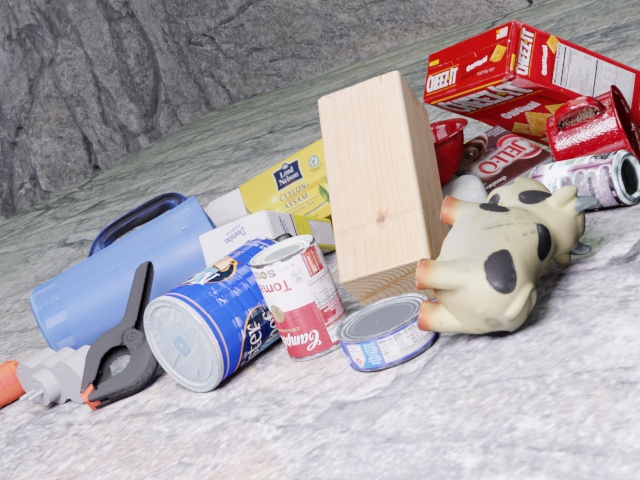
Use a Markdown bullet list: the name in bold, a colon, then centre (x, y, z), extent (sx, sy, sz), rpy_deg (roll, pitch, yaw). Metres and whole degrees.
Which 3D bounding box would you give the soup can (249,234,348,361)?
- **soup can**: centre (-0.018, 0.054, 1.012), extent (0.068, 0.102, 0.068), rpy_deg (-21, 14, 5)

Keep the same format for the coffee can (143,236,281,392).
- **coffee can**: centre (-0.090, 0.071, 1.062), extent (0.103, 0.103, 0.140), rpy_deg (-8, 19, 47)

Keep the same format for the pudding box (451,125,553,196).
- **pudding box**: centre (0.202, -0.084, 1.253), extent (0.113, 0.039, 0.090), rpy_deg (-31, 44, -25)

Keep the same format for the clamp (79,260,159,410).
- **clamp**: centre (-0.198, 0.100, 1.134), extent (0.171, 0.039, 0.120), rpy_deg (-42, 52, -16)

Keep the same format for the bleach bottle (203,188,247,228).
- **bleach bottle**: centre (-0.117, -0.038, 1.562), extent (0.251, 0.068, 0.102), rpy_deg (-15, -27, 36)

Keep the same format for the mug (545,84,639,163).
- **mug**: centre (0.293, -0.117, 1.161), extent (0.082, 0.117, 0.093), rpy_deg (-22, 56, 27)

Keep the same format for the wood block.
- **wood block**: centre (0.064, -0.047, 1.036), extent (0.091, 0.206, 0.090), rpy_deg (-17, -30, 20)

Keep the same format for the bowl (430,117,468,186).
- **bowl**: centre (0.095, -0.081, 1.185), extent (0.162, 0.055, 0.162), rpy_deg (-22, 13, 5)

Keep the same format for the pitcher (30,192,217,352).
- **pitcher**: centre (-0.231, 0.048, 1.319), extent (0.242, 0.145, 0.149), rpy_deg (-27, 12, -6)

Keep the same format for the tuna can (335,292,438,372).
- **tuna can**: centre (0.059, 0.080, 0.931), extent (0.086, 0.034, 0.086), rpy_deg (-22, 13, 5)

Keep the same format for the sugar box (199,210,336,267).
- **sugar box**: centre (-0.058, 0.001, 1.264), extent (0.093, 0.048, 0.176), rpy_deg (-21, -13, 22)

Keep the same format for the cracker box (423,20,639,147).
- **cracker box**: centre (0.255, -0.176, 1.260), extent (0.213, 0.072, 0.164), rpy_deg (14, -12, -27)
